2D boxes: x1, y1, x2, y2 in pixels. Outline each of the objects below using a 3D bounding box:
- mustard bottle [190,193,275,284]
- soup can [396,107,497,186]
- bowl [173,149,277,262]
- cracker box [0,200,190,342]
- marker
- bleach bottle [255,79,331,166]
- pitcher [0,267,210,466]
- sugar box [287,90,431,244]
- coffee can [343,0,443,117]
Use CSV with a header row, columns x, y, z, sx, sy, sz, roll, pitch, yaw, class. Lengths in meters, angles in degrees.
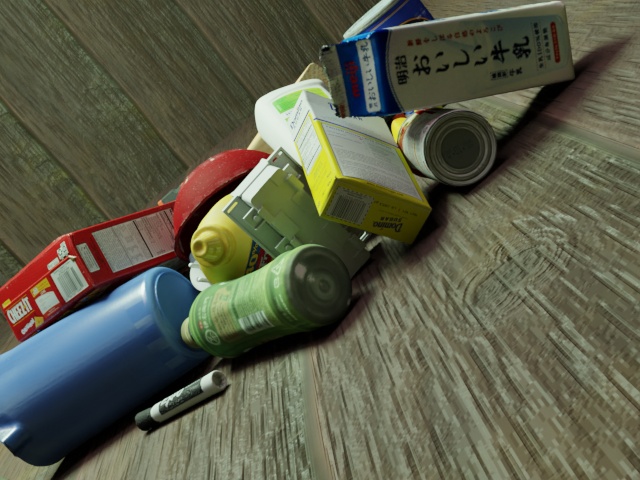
x,y,z,sx,sy,sz,roll,pitch,yaw,class
-0.075,0.000,1.051,0.191,0.058,0.096,-11,-65,-68,mustard bottle
0.113,-0.086,0.967,0.068,0.068,0.102,-41,12,-2,soup can
-0.100,-0.047,1.146,0.162,0.055,0.162,-31,-21,-14,bowl
-0.233,0.026,1.205,0.164,0.072,0.213,-33,-6,39,cracker box
-0.132,0.150,0.984,0.121,0.020,0.020,-31,15,36,marker
0.015,-0.105,1.202,0.102,0.068,0.251,-20,33,-17,bleach bottle
-0.230,0.124,1.131,0.243,0.149,0.144,-32,-29,21,pitcher
0.030,-0.069,0.963,0.048,0.093,0.176,-63,23,23,sugar box
0.112,-0.234,1.334,0.103,0.140,0.103,-38,12,9,coffee can
